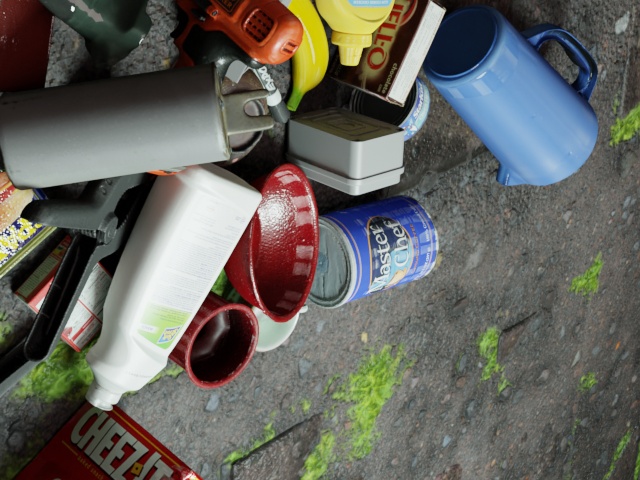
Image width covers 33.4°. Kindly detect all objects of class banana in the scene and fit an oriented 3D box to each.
[{"bbox_3d":[-0.034,-0.215,1.046,0.069,0.037,0.197,-48,138,-20],"label":"banana"}]

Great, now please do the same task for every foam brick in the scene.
[{"bbox_3d":[-0.248,-0.160,0.842,0.051,0.053,0.078,-5,114,-45],"label":"foam brick"}]

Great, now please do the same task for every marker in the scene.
[{"bbox_3d":[-0.058,-0.163,1.064,0.020,0.020,0.121,-46,137,-18],"label":"marker"}]

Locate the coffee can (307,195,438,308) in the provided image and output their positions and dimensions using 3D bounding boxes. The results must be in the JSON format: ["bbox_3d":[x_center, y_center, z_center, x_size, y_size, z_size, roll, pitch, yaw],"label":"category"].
[{"bbox_3d":[0.050,0.011,1.205,0.140,0.103,0.103,-15,121,-41],"label":"coffee can"}]

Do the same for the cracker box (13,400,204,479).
[{"bbox_3d":[-0.227,0.271,1.015,0.213,0.164,0.072,-49,140,-15],"label":"cracker box"}]

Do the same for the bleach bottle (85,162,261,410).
[{"bbox_3d":[-0.155,0.044,0.995,0.102,0.068,0.251,23,100,-46],"label":"bleach bottle"}]

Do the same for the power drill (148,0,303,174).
[{"bbox_3d":[-0.127,-0.165,0.907,0.188,0.184,0.057,-52,159,17],"label":"power drill"}]

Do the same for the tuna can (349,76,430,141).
[{"bbox_3d":[0.076,-0.148,1.159,0.033,0.086,0.086,25,92,-51],"label":"tuna can"}]

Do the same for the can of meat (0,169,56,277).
[{"bbox_3d":[-0.278,-0.025,0.883,0.102,0.058,0.084,-45,134,-20],"label":"can of meat"}]

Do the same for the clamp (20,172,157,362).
[{"bbox_3d":[-0.201,-0.003,0.927,0.209,0.036,0.165,-56,164,-56],"label":"clamp"}]

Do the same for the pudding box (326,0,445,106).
[{"bbox_3d":[0.068,-0.207,1.116,0.039,0.090,0.113,14,101,-49],"label":"pudding box"}]

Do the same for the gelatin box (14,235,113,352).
[{"bbox_3d":[-0.230,0.051,0.994,0.073,0.030,0.089,-50,138,-16],"label":"gelatin box"}]

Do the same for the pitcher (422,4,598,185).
[{"bbox_3d":[0.231,-0.182,1.272,0.242,0.145,0.149,35,53,-46],"label":"pitcher"}]

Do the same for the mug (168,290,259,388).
[{"bbox_3d":[-0.117,0.096,1.096,0.117,0.082,0.093,36,84,-49],"label":"mug"}]

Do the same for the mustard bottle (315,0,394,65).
[{"bbox_3d":[0.037,-0.271,1.061,0.096,0.058,0.192,-13,114,-44],"label":"mustard bottle"}]

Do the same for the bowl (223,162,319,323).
[{"bbox_3d":[-0.057,0.001,1.085,0.161,0.055,0.162,4,90,-67],"label":"bowl"}]
